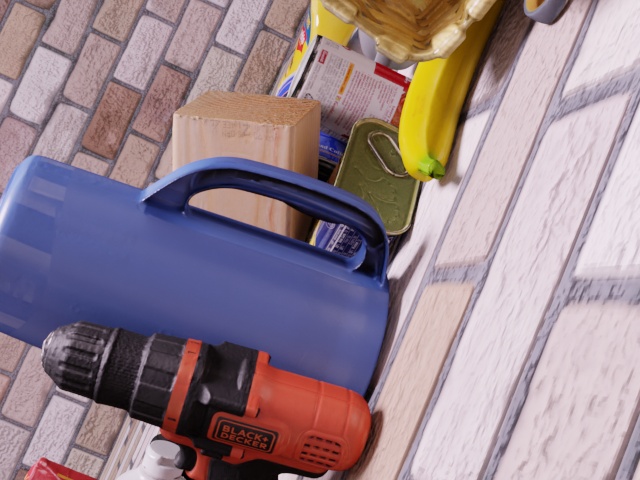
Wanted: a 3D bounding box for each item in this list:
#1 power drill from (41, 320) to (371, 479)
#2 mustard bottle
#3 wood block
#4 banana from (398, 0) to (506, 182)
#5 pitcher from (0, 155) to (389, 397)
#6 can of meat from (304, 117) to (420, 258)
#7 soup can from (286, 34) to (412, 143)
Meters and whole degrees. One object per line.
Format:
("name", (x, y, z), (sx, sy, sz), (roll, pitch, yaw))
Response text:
("power drill", (-0.080, 0.136, 0.625), (0.057, 0.184, 0.188), (-76, 4, -52))
("mustard bottle", (0.004, -0.210, 1.119), (0.096, 0.058, 0.192), (-79, 10, -45))
("wood block", (-0.056, 0.001, 0.794), (0.090, 0.090, 0.206), (-59, -26, -68))
("banana", (0.090, -0.112, 0.710), (0.070, 0.037, 0.197), (-19, 46, 54))
("pitcher", (-0.083, 0.029, 0.663), (0.145, 0.242, 0.149), (139, 150, -63))
("can of meat", (0.028, -0.022, 0.759), (0.084, 0.057, 0.102), (120, 171, -47))
("soup can", (0.029, -0.109, 0.830), (0.068, 0.102, 0.068), (-156, 91, -82))
